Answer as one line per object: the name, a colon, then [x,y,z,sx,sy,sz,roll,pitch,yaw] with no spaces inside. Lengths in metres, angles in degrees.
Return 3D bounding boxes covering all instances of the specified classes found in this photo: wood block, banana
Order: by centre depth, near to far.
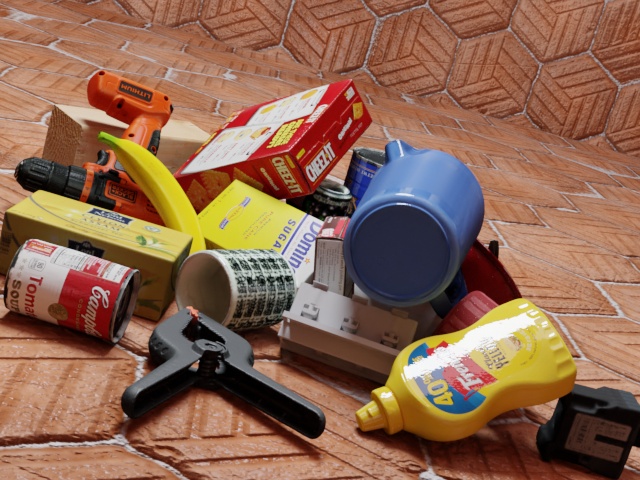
banana: [-0.179,-0.043,1.204,0.198,0.037,0.069,52,35,10]
wood block: [-0.249,-0.112,1.404,0.205,0.090,0.091,3,21,-40]

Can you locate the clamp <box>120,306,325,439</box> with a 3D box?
clamp: [-0.104,0.106,0.905,0.164,0.036,0.210,9,16,-26]

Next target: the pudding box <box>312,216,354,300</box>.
pudding box: [0.013,0.039,1.106,0.039,0.113,0.090,4,15,8]

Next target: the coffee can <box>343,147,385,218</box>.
coffee can: [0.071,-0.037,1.373,0.102,0.140,0.103,15,16,-5]

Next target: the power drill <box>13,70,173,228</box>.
power drill: [-0.256,-0.108,1.264,0.184,0.057,0.187,21,56,-23]

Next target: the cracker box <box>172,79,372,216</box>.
cracker box: [-0.062,-0.112,1.339,0.214,0.072,0.164,-8,33,41]

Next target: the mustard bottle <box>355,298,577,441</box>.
mustard bottle: [0.120,0.124,0.937,0.191,0.058,0.096,-21,54,-13]

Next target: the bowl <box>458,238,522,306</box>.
bowl: [0.161,0.049,1.244,0.162,0.055,0.162,46,-14,15]

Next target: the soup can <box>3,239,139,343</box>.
soup can: [-0.219,0.044,0.946,0.102,0.068,0.068,17,16,3]

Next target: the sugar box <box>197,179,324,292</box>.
sugar box: [-0.058,0.001,1.213,0.176,0.048,0.093,24,58,33]

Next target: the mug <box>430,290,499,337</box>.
mug: [0.150,0.111,1.037,0.081,0.117,0.093,41,-16,19]

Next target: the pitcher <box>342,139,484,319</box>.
pitcher: [0.098,-0.004,1.072,0.149,0.145,0.242,24,15,5]

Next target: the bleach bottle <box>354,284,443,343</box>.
bleach bottle: [0.084,0.062,1.200,0.102,0.068,0.251,8,21,-31]
